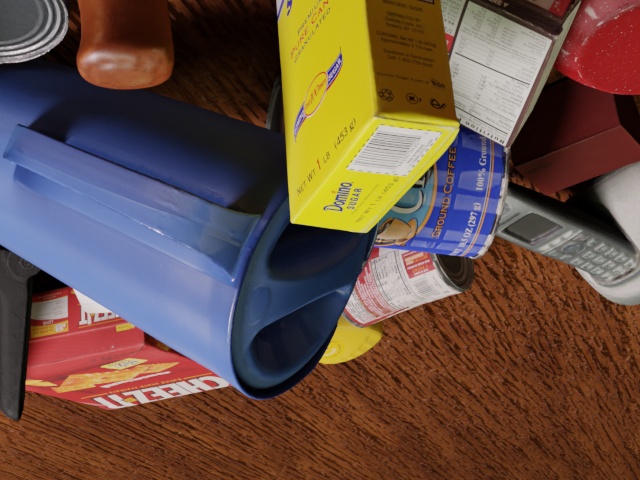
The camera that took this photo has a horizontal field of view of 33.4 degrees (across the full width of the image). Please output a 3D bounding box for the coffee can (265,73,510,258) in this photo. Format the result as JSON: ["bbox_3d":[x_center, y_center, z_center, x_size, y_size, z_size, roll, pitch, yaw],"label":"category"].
[{"bbox_3d":[0.036,-0.046,0.674,0.140,0.103,0.103,6,153,-8],"label":"coffee can"}]

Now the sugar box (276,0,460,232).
[{"bbox_3d":[0.014,-0.103,0.486,0.048,0.176,0.093,5,151,-24],"label":"sugar box"}]

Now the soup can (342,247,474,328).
[{"bbox_3d":[0.066,0.025,0.878,0.102,0.068,0.068,-22,149,32],"label":"soup can"}]

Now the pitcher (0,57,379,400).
[{"bbox_3d":[-0.102,-0.024,0.580,0.243,0.144,0.149,23,133,26],"label":"pitcher"}]

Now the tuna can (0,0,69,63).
[{"bbox_3d":[-0.175,-0.132,0.561,0.086,0.034,0.086,-3,154,-2],"label":"tuna can"}]

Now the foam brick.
[{"bbox_3d":[0.170,-0.073,0.711,0.078,0.051,0.052,-21,149,29],"label":"foam brick"}]

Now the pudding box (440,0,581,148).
[{"bbox_3d":[0.085,-0.110,0.595,0.090,0.039,0.113,28,156,8],"label":"pudding box"}]

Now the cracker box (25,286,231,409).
[{"bbox_3d":[-0.180,0.097,0.954,0.164,0.072,0.213,-12,161,16],"label":"cracker box"}]

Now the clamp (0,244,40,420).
[{"bbox_3d":[-0.183,0.008,0.719,0.164,0.036,0.210,-22,111,1],"label":"clamp"}]
